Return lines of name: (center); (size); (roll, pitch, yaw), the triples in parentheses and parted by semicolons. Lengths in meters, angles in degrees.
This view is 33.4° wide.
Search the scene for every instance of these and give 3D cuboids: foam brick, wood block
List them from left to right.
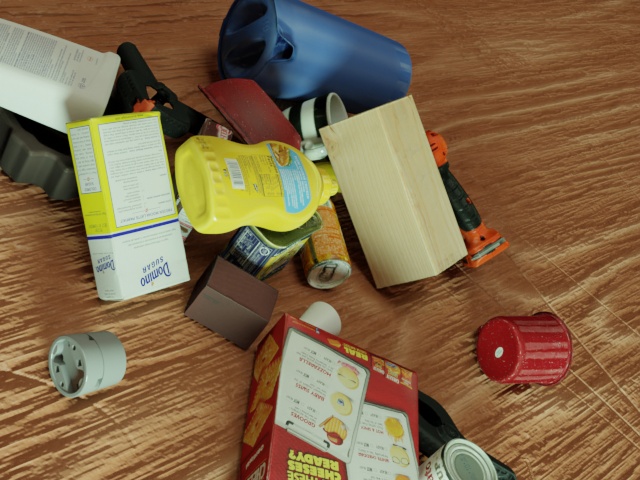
foam brick: (-0.091, 0.064, 1.099); (0.078, 0.053, 0.051); (32, 37, -12)
wood block: (0.089, -0.058, 1.285); (0.090, 0.091, 0.206); (-28, 99, -52)

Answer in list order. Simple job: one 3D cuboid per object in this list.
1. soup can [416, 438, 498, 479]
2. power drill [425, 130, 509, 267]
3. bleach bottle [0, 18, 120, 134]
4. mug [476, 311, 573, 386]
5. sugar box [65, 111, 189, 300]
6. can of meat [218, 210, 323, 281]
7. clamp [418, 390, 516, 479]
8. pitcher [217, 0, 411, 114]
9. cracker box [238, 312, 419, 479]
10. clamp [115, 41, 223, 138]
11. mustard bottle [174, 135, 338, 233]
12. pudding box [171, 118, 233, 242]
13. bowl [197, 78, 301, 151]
soup can: (0.118, 0.248, 1.047); (0.068, 0.102, 0.068); (24, 39, -21)
power drill: (0.165, -0.056, 1.396); (0.187, 0.057, 0.184); (56, -1, -2)
bleach bottle: (-0.332, -0.187, 1.059); (0.250, 0.068, 0.102); (21, 40, -16)
mug: (0.238, 0.128, 1.305); (0.081, 0.093, 0.117); (3, 19, -34)
sugar box: (-0.188, -0.036, 1.050); (0.093, 0.048, 0.176); (-16, 102, -49)
can of meat: (-0.058, 0.001, 1.168); (0.057, 0.084, 0.101); (47, 37, 10)
clamp: (0.129, 0.222, 1.135); (0.171, 0.039, 0.120); (41, 20, 10)
pitcher: (-0.008, -0.239, 1.390); (0.242, 0.145, 0.149); (11, 57, -37)
cracker box: (0.011, 0.194, 1.037); (0.164, 0.072, 0.213); (26, 39, -18)
clamp: (-0.189, -0.164, 1.203); (0.164, 0.036, 0.210); (43, 11, -1)
mustard bottle: (-0.056, -0.057, 1.106); (0.191, 0.058, 0.096); (-2, 67, -43)
pudding box: (-0.137, -0.066, 1.164); (0.039, 0.090, 0.113); (26, 39, -13)
bowl: (-0.072, -0.137, 1.256); (0.162, 0.055, 0.162); (50, 0, 0)
